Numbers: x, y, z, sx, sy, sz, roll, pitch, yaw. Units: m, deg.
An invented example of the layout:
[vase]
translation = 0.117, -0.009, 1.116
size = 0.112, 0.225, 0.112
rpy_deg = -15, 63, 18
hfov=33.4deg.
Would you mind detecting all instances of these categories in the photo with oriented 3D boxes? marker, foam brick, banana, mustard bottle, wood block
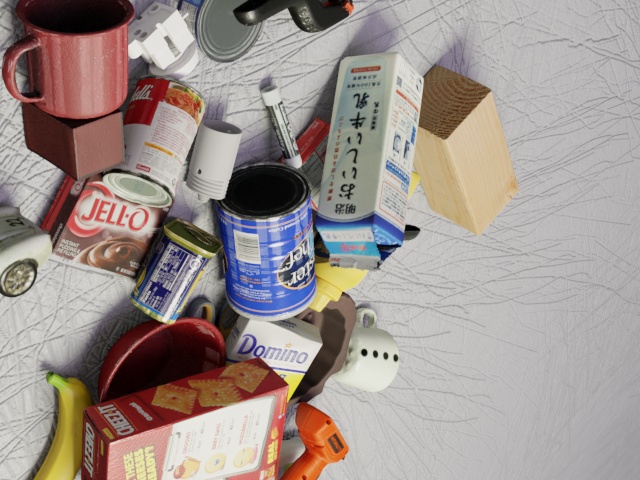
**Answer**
[marker]
translation = -0.036, -0.107, 1.136
size = 0.020, 0.020, 0.121
rpy_deg = -35, 122, -29
[foam brick]
translation = -0.211, -0.095, 0.914
size = 0.052, 0.078, 0.051
rpy_deg = -29, 135, -38
[banana]
translation = -0.275, 0.218, 1.109
size = 0.069, 0.037, 0.198
rpy_deg = 6, 111, -33
[mustard bottle]
translation = 0.038, -0.005, 1.232
size = 0.058, 0.096, 0.191
rpy_deg = 33, 82, -28
[wood block]
translation = 0.176, -0.112, 1.357
size = 0.090, 0.090, 0.206
rpy_deg = -48, 144, -14

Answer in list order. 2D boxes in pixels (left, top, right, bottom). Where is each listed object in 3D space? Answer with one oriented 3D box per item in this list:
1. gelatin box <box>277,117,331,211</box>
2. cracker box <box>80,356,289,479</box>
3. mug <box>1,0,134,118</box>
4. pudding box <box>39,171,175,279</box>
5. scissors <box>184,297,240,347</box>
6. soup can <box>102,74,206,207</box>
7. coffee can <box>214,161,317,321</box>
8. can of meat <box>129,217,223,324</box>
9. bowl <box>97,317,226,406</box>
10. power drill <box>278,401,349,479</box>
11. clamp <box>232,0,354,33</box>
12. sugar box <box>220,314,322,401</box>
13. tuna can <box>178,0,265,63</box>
[gelatin box]
translation = -0.003, -0.086, 1.212
size = 0.073, 0.030, 0.089
rpy_deg = -50, 144, -9
[cracker box]
translation = -0.144, 0.229, 1.129
size = 0.213, 0.072, 0.164
rpy_deg = -13, 124, -34
[mug]
translation = -0.207, -0.148, 0.867
size = 0.117, 0.093, 0.081
rpy_deg = -35, 144, -41
[pudding box]
translation = -0.203, -0.021, 1.011
size = 0.113, 0.039, 0.090
rpy_deg = 23, 96, -55
[scissors]
translation = -0.121, 0.141, 1.249
size = 0.096, 0.016, 0.202
rpy_deg = -29, 136, -31
[soup can]
translation = -0.150, -0.089, 0.968
size = 0.068, 0.069, 0.102
rpy_deg = 48, 53, -54
[coffee can]
translation = -0.058, 0.001, 1.148
size = 0.102, 0.103, 0.140
rpy_deg = -32, 137, -32
[can of meat]
translation = -0.146, 0.030, 1.074
size = 0.084, 0.057, 0.102
rpy_deg = -60, -177, 7
[bowl]
translation = -0.180, 0.141, 1.141
size = 0.161, 0.055, 0.162
rpy_deg = -27, 134, -32
[power drill]
translation = -0.050, 0.294, 1.313
size = 0.187, 0.057, 0.184
rpy_deg = -51, 147, -19
[clamp]
translation = -0.022, -0.250, 1.028
size = 0.209, 0.036, 0.164
rpy_deg = 36, 64, -62
[sugar box]
translation = -0.080, 0.162, 1.220
size = 0.093, 0.048, 0.176
rpy_deg = 23, 112, -19
[tuna can]
translation = -0.093, -0.213, 1.005
size = 0.086, 0.034, 0.086
rpy_deg = -30, 136, -34
